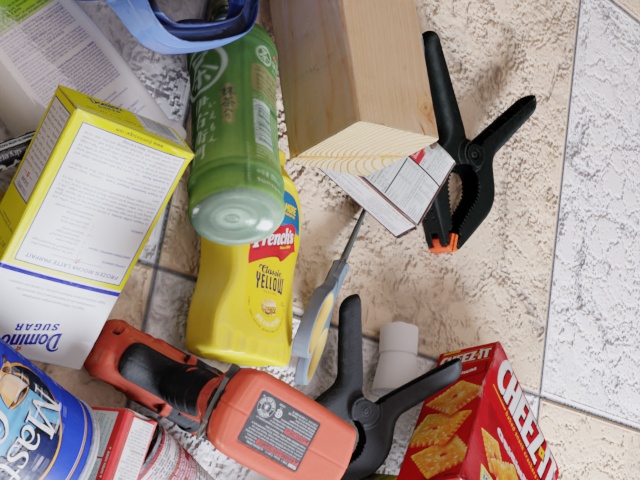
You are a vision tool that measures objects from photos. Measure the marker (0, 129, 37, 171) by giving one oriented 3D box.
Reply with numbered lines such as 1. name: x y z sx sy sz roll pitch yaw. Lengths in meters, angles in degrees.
1. marker: -0.197 -0.057 0.685 0.121 0.020 0.020 -25 102 -24

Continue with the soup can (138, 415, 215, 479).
1. soup can: -0.111 0.184 0.769 0.102 0.069 0.068 51 54 -26

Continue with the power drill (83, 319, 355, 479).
1. power drill: -0.060 0.122 0.745 0.184 0.188 0.057 33 75 -31

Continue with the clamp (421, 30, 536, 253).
1. clamp: 0.148 -0.085 1.059 0.164 0.036 0.210 15 76 -35

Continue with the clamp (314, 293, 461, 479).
1. clamp: 0.045 0.144 0.909 0.120 0.039 0.171 23 81 -2

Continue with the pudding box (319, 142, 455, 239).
1. pudding box: 0.058 -0.072 0.960 0.113 0.039 0.090 40 59 -12

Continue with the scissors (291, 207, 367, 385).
1. scissors: 0.010 0.047 0.924 0.201 0.016 0.096 -59 163 -55

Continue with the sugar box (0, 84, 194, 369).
1. sugar box: -0.165 -0.004 0.700 0.093 0.048 0.176 20 109 -40

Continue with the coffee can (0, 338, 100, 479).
1. coffee can: -0.217 0.105 0.642 0.140 0.103 0.102 50 54 -38

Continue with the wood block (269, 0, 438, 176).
1. wood block: 0.022 -0.169 0.889 0.090 0.090 0.206 8 67 -41

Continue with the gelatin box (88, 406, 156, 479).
1. gelatin box: -0.155 0.150 0.717 0.030 0.089 0.073 33 64 -37

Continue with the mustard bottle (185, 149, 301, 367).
1. mustard bottle: -0.055 0.001 0.848 0.096 0.058 0.191 20 71 -49

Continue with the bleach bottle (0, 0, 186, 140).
1. bleach bottle: -0.202 -0.145 0.730 0.102 0.068 0.250 -47 113 -35

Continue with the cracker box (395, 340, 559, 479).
1. cracker box: 0.147 0.215 0.952 0.164 0.072 0.213 64 27 -17
